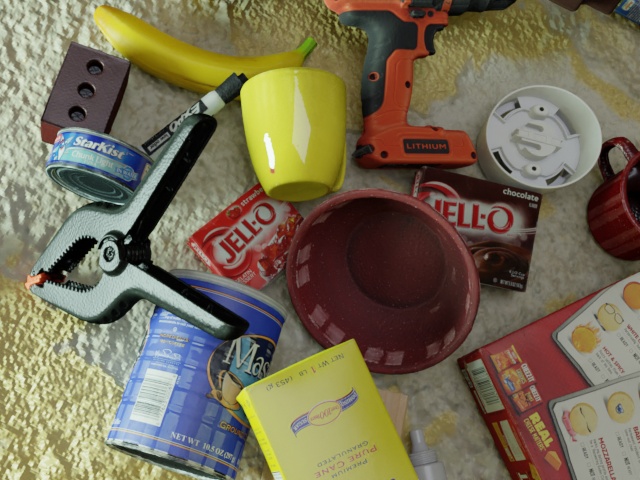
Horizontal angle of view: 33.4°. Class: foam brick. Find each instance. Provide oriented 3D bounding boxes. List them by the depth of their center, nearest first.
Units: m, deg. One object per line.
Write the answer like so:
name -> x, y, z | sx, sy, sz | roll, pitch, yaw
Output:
foam brick -> -0.195, -0.116, 0.888 | 0.053, 0.051, 0.078 | 18, 72, -8

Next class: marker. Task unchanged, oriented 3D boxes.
marker -> -0.110, -0.101, 0.901 | 0.121, 0.020, 0.020 | -38, 86, -1

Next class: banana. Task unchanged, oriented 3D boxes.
banana -> -0.101, -0.159, 0.932 | 0.197, 0.037, 0.069 | 8, 55, -12

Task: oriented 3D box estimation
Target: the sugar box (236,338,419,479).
sugar box -> 0.018, 0.170, 0.768 | 0.093, 0.048, 0.176 | -23, 80, -17

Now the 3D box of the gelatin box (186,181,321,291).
gelatin box -> -0.056, 0.001, 0.899 | 0.089, 0.030, 0.073 | -39, 85, -20

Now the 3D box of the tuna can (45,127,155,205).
tuna can -> -0.176, -0.056, 0.859 | 0.086, 0.086, 0.033 | 20, 73, -7

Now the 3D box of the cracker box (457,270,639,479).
cracker box -> 0.246, 0.129, 0.912 | 0.213, 0.072, 0.164 | -23, 82, -18

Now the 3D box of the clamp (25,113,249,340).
clamp -> -0.140, 0.018, 0.798 | 0.036, 0.210, 0.164 | 7, 64, -54

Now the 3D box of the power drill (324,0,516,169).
power drill -> 0.095, -0.157, 0.945 | 0.184, 0.057, 0.187 | -2, 87, -13

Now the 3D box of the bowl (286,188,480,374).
bowl -> 0.056, 0.027, 0.879 | 0.162, 0.162, 0.055 | 41, 27, 0

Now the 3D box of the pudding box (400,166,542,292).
pudding box -> 0.130, -0.008, 0.932 | 0.113, 0.039, 0.090 | 12, 84, -10

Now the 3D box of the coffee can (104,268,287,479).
coffee can -> -0.094, 0.106, 0.825 | 0.102, 0.103, 0.140 | 20, 72, -7
